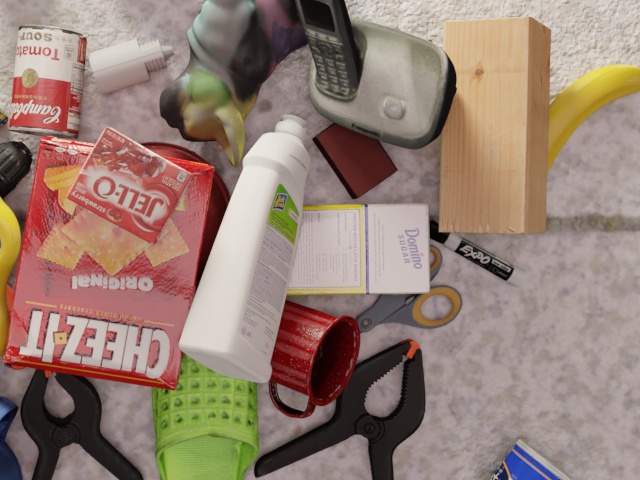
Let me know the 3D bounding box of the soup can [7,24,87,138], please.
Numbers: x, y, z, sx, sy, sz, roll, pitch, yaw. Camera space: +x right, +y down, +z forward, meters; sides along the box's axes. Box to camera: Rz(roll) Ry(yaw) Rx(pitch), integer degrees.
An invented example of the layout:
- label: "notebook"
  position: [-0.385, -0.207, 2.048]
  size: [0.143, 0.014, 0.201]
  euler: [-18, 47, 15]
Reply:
- label: "soup can"
  position: [-0.268, -0.155, 1.049]
  size: [0.068, 0.068, 0.102]
  euler: [6, 91, -5]

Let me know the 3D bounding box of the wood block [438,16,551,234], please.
- label: "wood block"
  position: [0.174, -0.110, 1.061]
  size: [0.091, 0.090, 0.206]
  euler: [2, 93, 25]

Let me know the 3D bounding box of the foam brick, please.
- label: "foam brick"
  position: [0.035, -0.087, 1.083]
  size: [0.051, 0.053, 0.078]
  euler: [-34, 95, -3]

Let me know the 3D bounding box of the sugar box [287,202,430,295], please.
- label: "sugar box"
  position: [0.022, 0.009, 1.083]
  size: [0.176, 0.048, 0.093]
  euler: [0, 89, -2]

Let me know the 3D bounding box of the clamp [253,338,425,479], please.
- label: "clamp"
  position: [0.037, 0.192, 1.102]
  size: [0.164, 0.036, 0.210]
  euler: [23, 88, -6]

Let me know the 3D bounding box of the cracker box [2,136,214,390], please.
- label: "cracker box"
  position: [-0.196, 0.021, 1.002]
  size: [0.164, 0.072, 0.214]
  euler: [10, 91, -6]

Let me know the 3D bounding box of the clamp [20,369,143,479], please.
- label: "clamp"
  position: [-0.262, 0.200, 1.070]
  size: [0.120, 0.039, 0.171]
  euler: [-24, 100, -13]

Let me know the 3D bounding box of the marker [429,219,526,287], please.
- label: "marker"
  position: [0.159, 0.013, 1.114]
  size: [0.121, 0.020, 0.020]
  euler: [29, 90, -5]

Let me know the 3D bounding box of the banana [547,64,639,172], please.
- label: "banana"
  position: [0.269, -0.125, 1.109]
  size: [0.198, 0.037, 0.069]
  euler: [-37, 94, -2]

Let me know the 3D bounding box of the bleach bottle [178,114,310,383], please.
- label: "bleach bottle"
  position: [-0.057, 0.001, 1.018]
  size: [0.068, 0.102, 0.250]
  euler: [8, 71, 26]

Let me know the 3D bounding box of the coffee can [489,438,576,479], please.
- label: "coffee can"
  position: [0.203, 0.289, 1.086]
  size: [0.103, 0.103, 0.140]
  euler: [37, 89, -5]

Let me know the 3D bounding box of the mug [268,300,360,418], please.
- label: "mug"
  position: [-0.021, 0.119, 1.061]
  size: [0.082, 0.093, 0.117]
  euler: [17, 104, 30]

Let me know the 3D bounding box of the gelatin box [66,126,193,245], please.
- label: "gelatin box"
  position: [-0.168, -0.048, 0.949]
  size: [0.089, 0.030, 0.073]
  euler: [30, 90, -7]

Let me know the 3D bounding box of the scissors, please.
- label: "scissors"
  position: [0.066, 0.093, 1.110]
  size: [0.096, 0.016, 0.202]
  euler: [41, 88, -2]
